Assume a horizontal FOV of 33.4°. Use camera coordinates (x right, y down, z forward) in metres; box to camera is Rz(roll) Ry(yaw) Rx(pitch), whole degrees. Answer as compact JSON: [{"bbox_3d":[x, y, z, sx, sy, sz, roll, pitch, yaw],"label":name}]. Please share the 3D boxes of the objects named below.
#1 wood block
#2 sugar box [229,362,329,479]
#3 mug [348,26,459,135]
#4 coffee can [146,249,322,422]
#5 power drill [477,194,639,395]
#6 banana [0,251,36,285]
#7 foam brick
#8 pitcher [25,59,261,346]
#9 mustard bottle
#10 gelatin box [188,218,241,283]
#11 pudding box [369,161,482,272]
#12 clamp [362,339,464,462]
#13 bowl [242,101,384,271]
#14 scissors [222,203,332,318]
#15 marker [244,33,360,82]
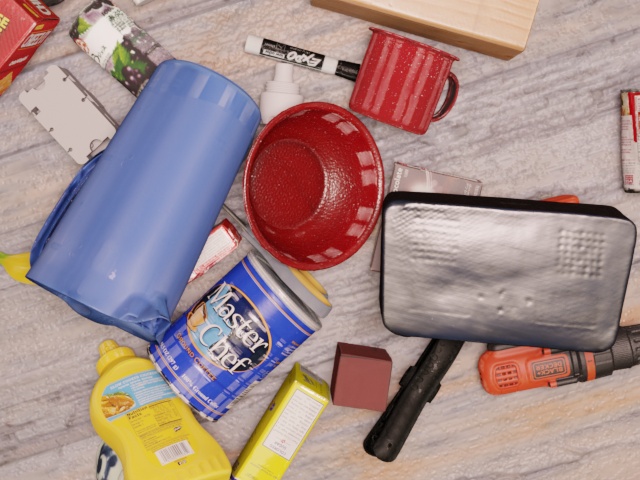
[{"bbox_3d":[0.100,-0.246,1.021,0.206,0.090,0.091,16,93,-1],"label":"wood block"},{"bbox_3d":[-0.054,0.211,1.056,0.048,0.093,0.176,34,93,-3],"label":"sugar box"},{"bbox_3d":[0.086,-0.150,1.037,0.117,0.093,0.081,13,101,-38],"label":"mug"},{"bbox_3d":[-0.083,0.093,1.041,0.140,0.103,0.103,-42,94,3],"label":"coffee can"},{"bbox_3d":[0.236,0.053,1.062,0.184,0.057,0.187,-12,95,1],"label":"power drill"},{"bbox_3d":[-0.237,-0.007,1.064,0.198,0.037,0.069,-29,96,2],"label":"banana"},{"bbox_3d":[0.040,0.135,1.058,0.053,0.078,0.051,9,93,-1],"label":"foam brick"},{"bbox_3d":[-0.160,-0.040,0.970,0.149,0.145,0.242,28,78,-6],"label":"pitcher"},{"bbox_3d":[-0.170,0.171,1.035,0.096,0.058,0.192,-18,54,-27],"label":"mustard bottle"},{"bbox_3d":[-0.120,0.017,1.049,0.089,0.073,0.030,-35,95,2],"label":"gelatin box"},{"bbox_3d":[0.104,-0.015,1.065,0.090,0.039,0.113,12,95,-1],"label":"pudding box"},{"bbox_3d":[0.095,0.147,1.042,0.039,0.120,0.171,31,90,-4],"label":"clamp"},{"bbox_3d":[-0.017,-0.053,1.033,0.161,0.055,0.162,-4,98,-33],"label":"bowl"},{"bbox_3d":[-0.057,0.001,1.055,0.016,0.096,0.202,-45,76,6],"label":"scissors"},{"bbox_3d":[-0.015,-0.181,1.060,0.121,0.020,0.020,15,94,-1],"label":"marker"}]
